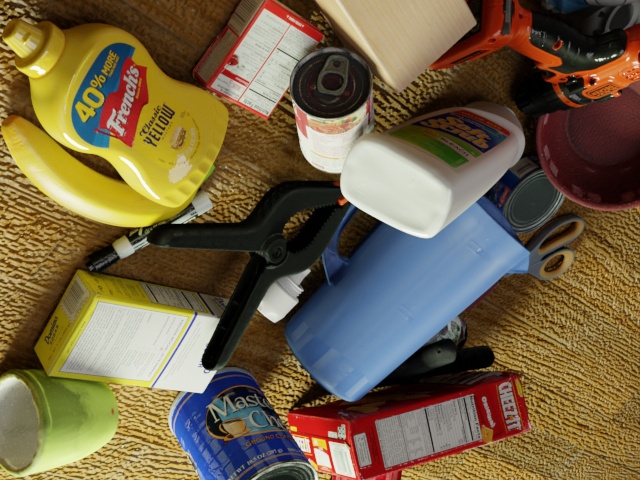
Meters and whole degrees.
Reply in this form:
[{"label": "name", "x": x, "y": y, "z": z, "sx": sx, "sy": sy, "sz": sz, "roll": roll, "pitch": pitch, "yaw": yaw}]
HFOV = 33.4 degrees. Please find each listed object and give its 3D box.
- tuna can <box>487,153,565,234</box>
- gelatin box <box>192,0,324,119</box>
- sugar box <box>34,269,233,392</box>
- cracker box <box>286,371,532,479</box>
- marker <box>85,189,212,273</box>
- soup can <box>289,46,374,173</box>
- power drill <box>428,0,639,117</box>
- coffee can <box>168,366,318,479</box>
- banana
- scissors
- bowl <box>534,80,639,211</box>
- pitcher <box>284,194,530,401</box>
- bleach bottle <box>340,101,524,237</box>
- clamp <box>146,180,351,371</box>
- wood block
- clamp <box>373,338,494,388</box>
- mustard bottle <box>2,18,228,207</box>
[{"label": "tuna can", "x": 0.222, "y": -0.051, "z": 1.152, "sx": 0.086, "sy": 0.034, "sz": 0.086, "roll": -20, "pitch": 134, "yaw": -22}, {"label": "gelatin box", "x": -0.051, "y": -0.152, "z": 0.872, "sx": 0.073, "sy": 0.030, "sz": 0.089, "roll": 22, "pitch": 110, "yaw": -46}, {"label": "sugar box", "x": -0.163, "y": 0.087, "z": 0.984, "sx": 0.175, "sy": 0.048, "sz": 0.093, "roll": 14, "pitch": 115, "yaw": -46}, {"label": "cracker box", "x": 0.093, "y": 0.196, "z": 1.167, "sx": 0.213, "sy": 0.164, "sz": 0.072, "roll": -12, "pitch": 89, "yaw": -24}, {"label": "marker", "x": -0.150, "y": -0.007, "z": 0.932, "sx": 0.121, "sy": 0.020, "sz": 0.020, "roll": -31, "pitch": 137, "yaw": -10}, {"label": "soup can", "x": 0.012, "y": -0.108, "z": 0.904, "sx": 0.068, "sy": 0.068, "sz": 0.102, "roll": -32, "pitch": 159, "yaw": -9}, {"label": "power drill", "x": 0.190, "y": -0.167, "z": 0.970, "sx": 0.187, "sy": 0.057, "sz": 0.185, "roll": 10, "pitch": 164, "yaw": -28}, {"label": "coffee can", "x": -0.080, "y": 0.211, "z": 1.077, "sx": 0.102, "sy": 0.140, "sz": 0.103, "roll": -19, "pitch": 134, "yaw": -22}, {"label": "banana", "x": -0.175, "y": -0.049, "z": 0.869, "sx": 0.197, "sy": 0.037, "sz": 0.069, "roll": 11, "pitch": 88, "yaw": -44}, {"label": "scissors", "x": 0.226, "y": 0.040, "z": 1.245, "sx": 0.201, "sy": 0.016, "sz": 0.096, "roll": -33, "pitch": 138, "yaw": -7}, {"label": "bowl", "x": 0.302, "y": -0.115, "z": 1.104, "sx": 0.162, "sy": 0.055, "sz": 0.162, "roll": 2, "pitch": 108, "yaw": 7}, {"label": "pitcher", "x": 0.073, "y": 0.037, "z": 1.062, "sx": 0.243, "sy": 0.149, "sz": 0.144, "roll": -45, "pitch": 154, "yaw": 10}, {"label": "bleach bottle", "x": 0.118, "y": -0.083, "z": 0.970, "sx": 0.250, "sy": 0.103, "sz": 0.068, "roll": -36, "pitch": 152, "yaw": -55}, {"label": "clamp", "x": -0.056, "y": 0.001, "z": 0.969, "sx": 0.209, "sy": 0.036, "sz": 0.164, "roll": -41, "pitch": 133, "yaw": -18}, {"label": "wood block", "x": 0.029, "y": -0.223, "z": 0.825, "sx": 0.091, "sy": 0.090, "sz": 0.206, "roll": -42, "pitch": 138, "yaw": 1}, {"label": "clamp", "x": 0.093, "y": 0.135, "z": 1.146, "sx": 0.172, "sy": 0.039, "sz": 0.120, "roll": -16, "pitch": 157, "yaw": 18}, {"label": "mustard bottle", "x": -0.158, "y": -0.107, "z": 0.804, "sx": 0.191, "sy": 0.058, "sz": 0.096, "roll": 35, "pitch": 80, "yaw": -43}]
